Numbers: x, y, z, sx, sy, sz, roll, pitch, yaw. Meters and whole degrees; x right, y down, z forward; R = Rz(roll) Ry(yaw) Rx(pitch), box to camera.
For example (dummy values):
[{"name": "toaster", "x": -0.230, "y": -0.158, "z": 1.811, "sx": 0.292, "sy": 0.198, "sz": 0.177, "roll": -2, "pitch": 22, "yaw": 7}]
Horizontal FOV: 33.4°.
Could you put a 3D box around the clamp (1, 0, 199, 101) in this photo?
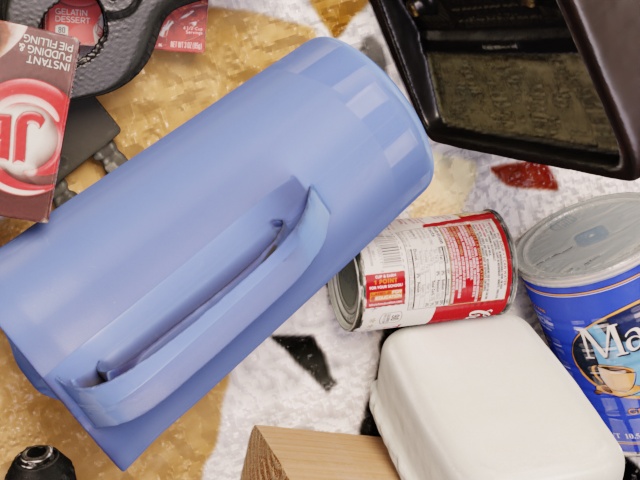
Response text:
[{"name": "clamp", "x": -0.111, "y": -0.141, "z": 0.546, "sx": 0.171, "sy": 0.039, "sz": 0.120, "roll": -41, "pitch": 104, "yaw": -4}]

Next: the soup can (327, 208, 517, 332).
[{"name": "soup can", "x": 0.061, "y": 0.018, "z": 0.660, "sx": 0.102, "sy": 0.068, "sz": 0.068, "roll": -6, "pitch": 106, "yaw": -16}]

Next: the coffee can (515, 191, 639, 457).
[{"name": "coffee can", "x": 0.197, "y": 0.054, "z": 0.694, "sx": 0.102, "sy": 0.103, "sz": 0.140, "roll": -29, "pitch": 111, "yaw": -9}]

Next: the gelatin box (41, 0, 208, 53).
[{"name": "gelatin box", "x": -0.106, "y": -0.142, "z": 0.584, "sx": 0.089, "sy": 0.030, "sz": 0.073, "roll": 1, "pitch": 104, "yaw": -18}]

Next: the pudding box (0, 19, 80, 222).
[{"name": "pudding box", "x": -0.176, "y": -0.061, "z": 0.502, "sx": 0.113, "sy": 0.039, "sz": 0.090, "roll": 10, "pitch": 90, "yaw": -17}]

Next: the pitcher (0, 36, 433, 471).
[{"name": "pitcher", "x": -0.054, "y": 0.001, "z": 0.569, "sx": 0.242, "sy": 0.149, "sz": 0.145, "roll": -39, "pitch": 156, "yaw": -13}]

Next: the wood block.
[{"name": "wood block", "x": 0.055, "y": 0.185, "z": 0.692, "sx": 0.205, "sy": 0.090, "sz": 0.091, "roll": 9, "pitch": 102, "yaw": -20}]
